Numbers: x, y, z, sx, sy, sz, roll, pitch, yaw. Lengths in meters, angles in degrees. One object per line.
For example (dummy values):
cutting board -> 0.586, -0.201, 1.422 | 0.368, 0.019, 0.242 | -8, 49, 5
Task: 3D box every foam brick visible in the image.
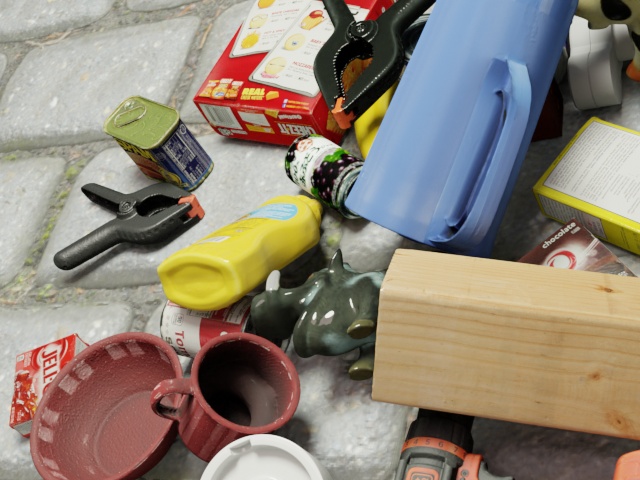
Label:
foam brick -> 0.188, -0.135, 0.985 | 0.051, 0.078, 0.053 | -9, 50, 27

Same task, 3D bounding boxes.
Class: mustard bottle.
mustard bottle -> -0.056, 0.002, 0.990 | 0.096, 0.058, 0.191 | -8, 17, 38

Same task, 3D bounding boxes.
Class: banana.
banana -> 0.066, -0.123, 1.077 | 0.070, 0.037, 0.197 | -12, 49, 23

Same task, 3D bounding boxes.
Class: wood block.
wood block -> 0.147, 0.071, 0.764 | 0.206, 0.090, 0.090 | 7, 20, 11

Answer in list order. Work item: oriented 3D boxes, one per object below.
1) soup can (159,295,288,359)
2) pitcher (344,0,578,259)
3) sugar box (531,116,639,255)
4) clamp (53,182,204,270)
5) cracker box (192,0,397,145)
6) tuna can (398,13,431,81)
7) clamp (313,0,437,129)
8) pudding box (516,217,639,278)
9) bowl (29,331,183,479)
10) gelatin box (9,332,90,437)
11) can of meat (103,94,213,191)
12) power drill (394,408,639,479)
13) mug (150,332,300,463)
soup can -> -0.089, 0.080, 0.982 | 0.102, 0.068, 0.068 | 7, 58, 35
pitcher -> 0.126, -0.110, 0.889 | 0.149, 0.144, 0.243 | 26, 101, 27
sugar box -> 0.274, -0.035, 0.876 | 0.176, 0.048, 0.093 | 30, 73, 39
clamp -> -0.210, -0.018, 1.155 | 0.172, 0.039, 0.120 | -3, 55, 29
cracker box -> -0.016, -0.204, 1.169 | 0.164, 0.072, 0.213 | 10, 60, 35
tuna can -> 0.113, -0.193, 1.088 | 0.086, 0.034, 0.086 | -2, 51, 3
clamp -> 0.055, -0.205, 1.063 | 0.165, 0.036, 0.210 | -4, 57, 23
pudding box -> 0.191, 0.048, 0.861 | 0.113, 0.039, 0.090 | -36, 45, 0
bowl -> -0.184, 0.165, 0.978 | 0.162, 0.055, 0.162 | -17, 48, 19
gelatin box -> -0.270, 0.143, 1.065 | 0.073, 0.030, 0.089 | -21, 47, 15
can of meat -> -0.177, -0.105, 1.175 | 0.102, 0.084, 0.057 | 23, 69, 41
power drill -> 0.144, 0.176, 0.756 | 0.188, 0.057, 0.184 | 2, 53, 24
mug -> -0.084, 0.136, 0.892 | 0.117, 0.082, 0.093 | 5, 53, -21
